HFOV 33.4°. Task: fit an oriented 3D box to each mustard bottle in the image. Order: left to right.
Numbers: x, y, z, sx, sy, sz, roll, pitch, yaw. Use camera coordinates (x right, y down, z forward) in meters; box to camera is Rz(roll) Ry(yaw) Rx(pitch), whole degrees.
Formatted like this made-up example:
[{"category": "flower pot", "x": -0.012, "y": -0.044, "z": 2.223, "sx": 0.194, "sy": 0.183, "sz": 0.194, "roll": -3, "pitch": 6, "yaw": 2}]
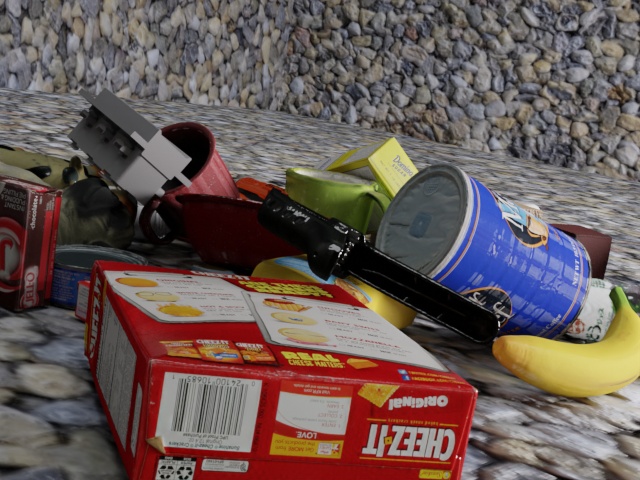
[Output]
[{"category": "mustard bottle", "x": -0.001, "y": 0.045, "z": 0.809, "sx": 0.096, "sy": 0.058, "sz": 0.191, "roll": 28, "pitch": 17, "yaw": 24}]

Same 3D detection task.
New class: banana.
[{"category": "banana", "x": 0.193, "y": 0.083, "z": 0.777, "sx": 0.070, "sy": 0.037, "sz": 0.197, "roll": 46, "pitch": 32, "yaw": 23}]

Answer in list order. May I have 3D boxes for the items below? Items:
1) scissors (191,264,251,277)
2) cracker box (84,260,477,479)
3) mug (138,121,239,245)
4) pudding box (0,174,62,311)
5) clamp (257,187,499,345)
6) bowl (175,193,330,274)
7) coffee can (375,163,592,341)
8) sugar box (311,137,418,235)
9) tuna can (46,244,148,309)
[{"category": "scissors", "x": -0.058, "y": 0.038, "z": 0.856, "sx": 0.096, "sy": 0.016, "sz": 0.202, "roll": 11, "pitch": 1, "yaw": -14}, {"category": "cracker box", "x": -0.036, "y": 0.072, "z": 0.588, "sx": 0.164, "sy": 0.072, "sz": 0.214, "roll": 7, "pitch": 9, "yaw": -19}, {"category": "mug", "x": -0.136, "y": -0.046, "z": 1.045, "sx": 0.093, "sy": 0.117, "sz": 0.081, "roll": 13, "pitch": -30, "yaw": 31}, {"category": "pudding box", "x": -0.247, "y": -0.004, "z": 0.796, "sx": 0.114, "sy": 0.090, "sz": 0.039, "roll": 14, "pitch": 10, "yaw": 33}, {"category": "clamp", "x": 0.022, "y": 0.011, "z": 0.757, "sx": 0.164, "sy": 0.036, "sz": 0.210, "roll": 26, "pitch": 4, "yaw": -30}, {"category": "bowl", "x": -0.056, "y": 0.001, "z": 0.962, "sx": 0.162, "sy": 0.055, "sz": 0.162, "roll": 11, "pitch": -6, "yaw": 1}, {"category": "coffee can", "x": 0.128, "y": 0.015, "z": 0.841, "sx": 0.140, "sy": 0.103, "sz": 0.103, "roll": 27, "pitch": 0, "yaw": -29}, {"category": "sugar box", "x": 0.052, "y": -0.054, "z": 1.167, "sx": 0.048, "sy": 0.093, "sz": 0.176, "roll": -40, "pitch": 13, "yaw": -19}, {"category": "tuna can", "x": -0.179, "y": 0.028, "z": 0.828, "sx": 0.086, "sy": 0.034, "sz": 0.086, "roll": 8, "pitch": 10, "yaw": -2}]
